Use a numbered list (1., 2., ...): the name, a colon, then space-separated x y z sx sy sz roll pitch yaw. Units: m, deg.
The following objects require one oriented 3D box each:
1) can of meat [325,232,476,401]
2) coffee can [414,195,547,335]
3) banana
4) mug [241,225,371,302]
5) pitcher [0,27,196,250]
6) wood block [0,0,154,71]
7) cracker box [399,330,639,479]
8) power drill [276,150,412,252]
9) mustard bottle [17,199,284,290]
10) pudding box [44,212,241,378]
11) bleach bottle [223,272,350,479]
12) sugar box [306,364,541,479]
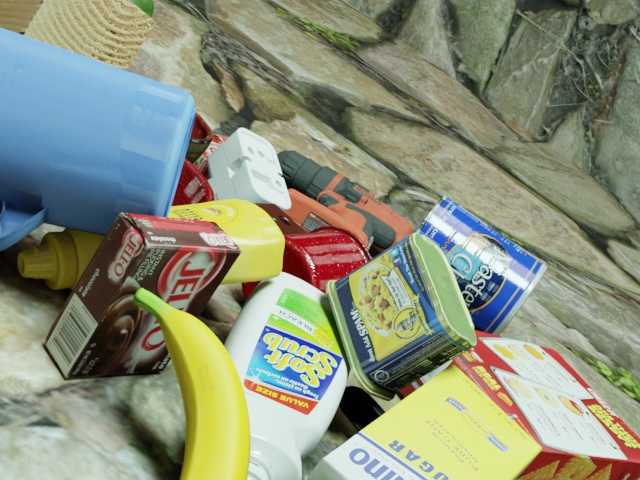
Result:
1. can of meat: 0.061 0.055 0.804 0.057 0.084 0.102 29 34 -47
2. coffee can: 0.168 0.030 1.203 0.140 0.103 0.102 36 19 8
3. banana: -0.073 0.116 0.612 0.069 0.037 0.198 5 49 -18
4. mug: -0.010 0.046 0.914 0.081 0.093 0.117 -4 78 -54
5. pitcher: -0.213 -0.068 0.705 0.242 0.149 0.145 15 15 -7
6. wood block: -0.244 -0.184 0.939 0.090 0.091 0.206 34 -8 -35
7. cracker box: 0.183 0.160 0.954 0.213 0.072 0.164 17 25 -43
8. power drill: 0.006 -0.034 1.166 0.184 0.057 0.187 32 19 7
9. mustard bottle: -0.129 0.007 0.790 0.191 0.058 0.096 -7 25 -35
10. pudding box: -0.116 0.037 0.698 0.089 0.114 0.039 5 37 -53
11. bleach bottle: -0.028 0.111 0.745 0.102 0.068 0.250 35 21 -8
12. sugar box: 0.073 0.155 0.724 0.093 0.048 0.175 42 32 16
